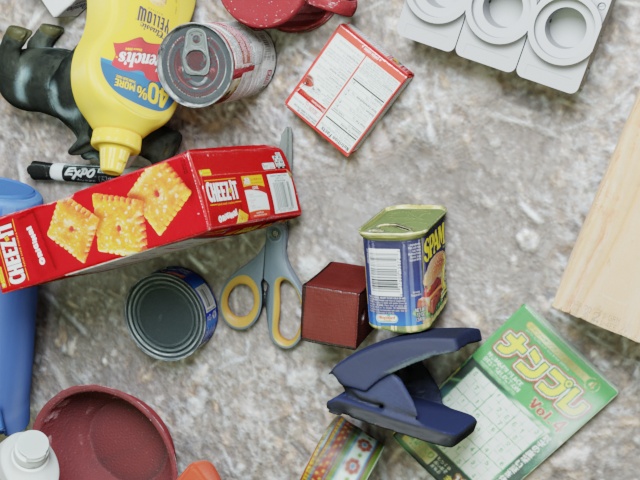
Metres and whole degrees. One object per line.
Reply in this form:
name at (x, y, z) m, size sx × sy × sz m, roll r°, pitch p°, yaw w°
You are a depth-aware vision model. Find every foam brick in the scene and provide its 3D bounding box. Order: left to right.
foam brick at (0.019, 0.056, 0.925) m, size 0.051 × 0.078 × 0.053 m, roll 7°, pitch 107°, yaw 17°

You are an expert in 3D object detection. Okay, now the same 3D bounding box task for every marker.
marker at (-0.226, -0.064, 1.016) m, size 0.121 × 0.020 × 0.020 m, roll 5°, pitch 104°, yaw 19°

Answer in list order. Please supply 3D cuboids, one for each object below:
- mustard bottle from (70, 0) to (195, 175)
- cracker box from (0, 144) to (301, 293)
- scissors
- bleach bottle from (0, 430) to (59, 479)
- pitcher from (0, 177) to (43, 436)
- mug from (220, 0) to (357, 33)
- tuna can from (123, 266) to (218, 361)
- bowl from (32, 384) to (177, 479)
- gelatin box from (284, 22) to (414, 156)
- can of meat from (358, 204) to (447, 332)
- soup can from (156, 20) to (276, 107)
mustard bottle at (-0.160, -0.148, 0.894) m, size 0.058 × 0.096 × 0.191 m, roll -4°, pitch 73°, yaw 43°
cracker box at (-0.148, -0.021, 0.912) m, size 0.214 × 0.164 × 0.072 m, roll -15°, pitch 90°, yaw 26°
scissors at (-0.056, 0.001, 0.972) m, size 0.096 × 0.016 × 0.202 m, roll -4°, pitch 101°, yaw 21°
bleach bottle at (-0.287, 0.268, 1.027) m, size 0.103 × 0.067 × 0.251 m, roll 53°, pitch 141°, yaw 26°
pitcher at (-0.343, 0.060, 1.037) m, size 0.149 × 0.145 × 0.243 m, roll 11°, pitch 103°, yaw 4°
mug at (-0.025, -0.211, 0.876) m, size 0.117 × 0.081 × 0.093 m, roll 29°, pitch 110°, yaw 11°
tuna can at (-0.141, 0.068, 1.008) m, size 0.086 × 0.033 × 0.086 m, roll 5°, pitch 104°, yaw 19°
bowl at (-0.202, 0.210, 1.051) m, size 0.162 × 0.055 × 0.162 m, roll 5°, pitch 104°, yaw 19°
gelatin box at (0.024, -0.128, 0.906) m, size 0.073 × 0.030 × 0.089 m, roll 40°, pitch 112°, yaw 6°
can of meat at (0.071, 0.022, 0.886) m, size 0.057 × 0.102 × 0.084 m, roll 1°, pitch 105°, yaw 20°
soup can at (-0.085, -0.151, 0.900) m, size 0.069 × 0.102 × 0.068 m, roll 5°, pitch 104°, yaw 19°
